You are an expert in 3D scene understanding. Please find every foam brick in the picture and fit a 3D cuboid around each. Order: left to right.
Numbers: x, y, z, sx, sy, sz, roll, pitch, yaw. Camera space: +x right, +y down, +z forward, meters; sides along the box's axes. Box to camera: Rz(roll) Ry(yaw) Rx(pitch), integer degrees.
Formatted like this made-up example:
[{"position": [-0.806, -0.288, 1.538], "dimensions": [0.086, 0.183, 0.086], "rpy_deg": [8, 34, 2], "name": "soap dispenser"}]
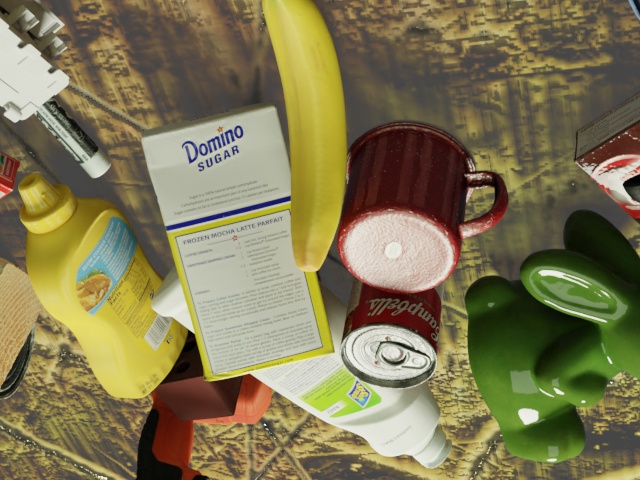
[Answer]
[{"position": [-0.096, 0.101, 0.874], "dimensions": [0.053, 0.078, 0.051], "rpy_deg": [-12, 131, 23], "name": "foam brick"}]

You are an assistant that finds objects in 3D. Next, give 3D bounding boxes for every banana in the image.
[{"position": [-0.012, -0.080, 0.671], "dimensions": [0.037, 0.069, 0.198], "rpy_deg": [9, 120, 38], "name": "banana"}]

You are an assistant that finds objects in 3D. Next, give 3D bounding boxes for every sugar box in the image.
[{"position": [-0.055, 0.001, 0.726], "dimensions": [0.093, 0.048, 0.176], "rpy_deg": [-13, 101, -2], "name": "sugar box"}]

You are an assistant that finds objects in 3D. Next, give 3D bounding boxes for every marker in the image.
[{"position": [-0.192, -0.092, 0.749], "dimensions": [0.020, 0.020, 0.121], "rpy_deg": [-19, 127, 28], "name": "marker"}]

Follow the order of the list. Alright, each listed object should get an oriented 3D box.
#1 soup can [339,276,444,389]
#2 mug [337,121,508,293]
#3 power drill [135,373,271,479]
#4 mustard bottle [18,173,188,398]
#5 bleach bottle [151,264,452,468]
[{"position": [0.054, 0.046, 0.768], "dimensions": [0.068, 0.102, 0.068], "rpy_deg": [7, 135, 7], "name": "soup can"}, {"position": [0.067, -0.020, 0.715], "dimensions": [0.117, 0.081, 0.093], "rpy_deg": [-5, 133, 17], "name": "mug"}, {"position": [-0.096, 0.191, 0.885], "dimensions": [0.184, 0.187, 0.057], "rpy_deg": [8, 133, 7], "name": "power drill"}, {"position": [-0.169, 0.026, 0.803], "dimensions": [0.058, 0.096, 0.191], "rpy_deg": [-1, 135, 30], "name": "mustard bottle"}, {"position": [-0.003, 0.092, 0.820], "dimensions": [0.250, 0.068, 0.103], "rpy_deg": [41, 131, -12], "name": "bleach bottle"}]
